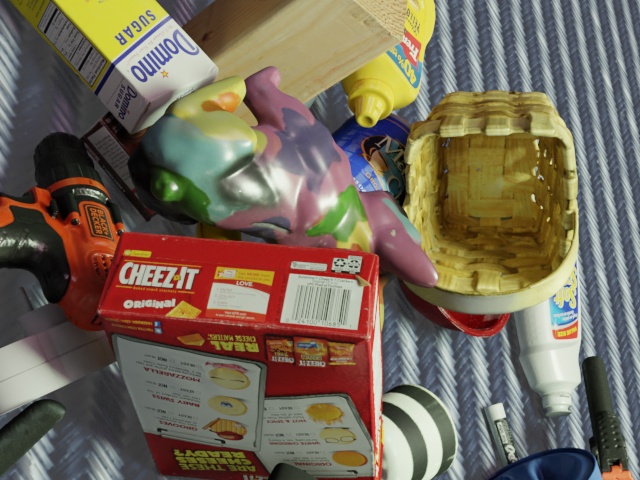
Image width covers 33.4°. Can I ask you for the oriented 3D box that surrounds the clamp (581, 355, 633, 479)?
[{"bbox_3d":[0.296,0.206,1.102,0.210,0.036,0.164,12,69,-78],"label":"clamp"}]

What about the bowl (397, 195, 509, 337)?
[{"bbox_3d":[0.125,0.028,1.085,0.161,0.055,0.162,25,53,-38],"label":"bowl"}]

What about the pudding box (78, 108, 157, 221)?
[{"bbox_3d":[-0.134,-0.083,0.874,0.090,0.039,0.113,51,41,-15],"label":"pudding box"}]

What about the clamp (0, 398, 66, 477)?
[{"bbox_3d":[-0.216,0.176,0.633,0.171,0.039,0.120,-17,91,-36],"label":"clamp"}]

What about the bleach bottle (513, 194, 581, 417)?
[{"bbox_3d":[0.257,0.074,1.202,0.102,0.068,0.251,20,58,-43],"label":"bleach bottle"}]

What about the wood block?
[{"bbox_3d":[-0.031,-0.175,0.904,0.090,0.207,0.090,34,48,-31],"label":"wood block"}]

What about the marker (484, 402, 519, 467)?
[{"bbox_3d":[0.193,0.225,1.080,0.020,0.020,0.121,-2,72,-48],"label":"marker"}]

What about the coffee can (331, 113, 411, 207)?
[{"bbox_3d":[0.028,-0.048,0.982,0.103,0.103,0.140,56,40,-9],"label":"coffee can"}]

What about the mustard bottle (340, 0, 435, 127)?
[{"bbox_3d":[0.058,-0.177,0.988,0.096,0.058,0.191,47,42,-34],"label":"mustard bottle"}]

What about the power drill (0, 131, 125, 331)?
[{"bbox_3d":[-0.222,-0.027,0.708,0.187,0.057,0.184,13,34,-36],"label":"power drill"}]

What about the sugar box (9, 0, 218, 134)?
[{"bbox_3d":[-0.170,-0.172,0.842,0.176,0.048,0.093,45,40,6],"label":"sugar box"}]

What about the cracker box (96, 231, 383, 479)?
[{"bbox_3d":[-0.041,0.087,0.709,0.214,0.164,0.072,84,13,-52],"label":"cracker box"}]
